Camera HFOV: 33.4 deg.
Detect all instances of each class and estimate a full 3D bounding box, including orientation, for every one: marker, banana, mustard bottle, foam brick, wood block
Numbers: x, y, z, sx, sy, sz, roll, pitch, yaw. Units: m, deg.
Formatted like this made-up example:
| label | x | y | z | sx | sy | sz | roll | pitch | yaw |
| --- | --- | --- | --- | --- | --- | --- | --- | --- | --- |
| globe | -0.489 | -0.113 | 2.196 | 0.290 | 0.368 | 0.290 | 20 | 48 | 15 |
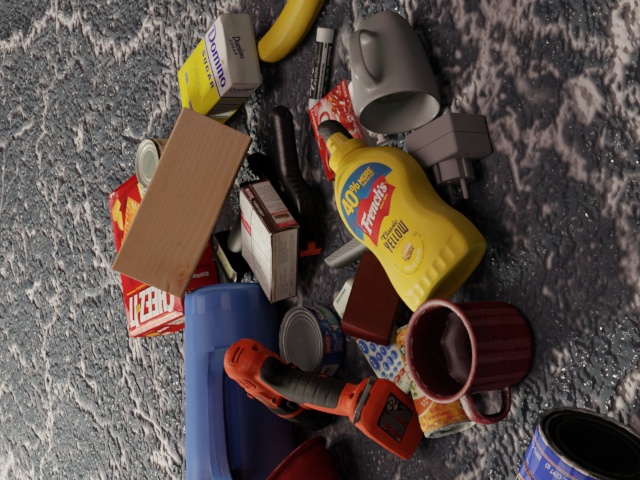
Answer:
| label | x | y | z | sx | sy | sz | roll | pitch | yaw |
| --- | --- | --- | --- | --- | --- | --- | --- | --- | --- |
| marker | -0.001 | -0.177 | 1.195 | 0.020 | 0.020 | 0.121 | 23 | 110 | 51 |
| banana | -0.031 | -0.264 | 1.217 | 0.198 | 0.037 | 0.070 | -48 | 56 | 43 |
| mustard bottle | 0.067 | -0.031 | 1.003 | 0.192 | 0.058 | 0.096 | 52 | 130 | 25 |
| foam brick | 0.055 | 0.059 | 1.062 | 0.053 | 0.051 | 0.078 | 91 | -163 | -73 |
| wood block | -0.163 | -0.044 | 1.274 | 0.090 | 0.091 | 0.206 | -175 | 108 | -85 |

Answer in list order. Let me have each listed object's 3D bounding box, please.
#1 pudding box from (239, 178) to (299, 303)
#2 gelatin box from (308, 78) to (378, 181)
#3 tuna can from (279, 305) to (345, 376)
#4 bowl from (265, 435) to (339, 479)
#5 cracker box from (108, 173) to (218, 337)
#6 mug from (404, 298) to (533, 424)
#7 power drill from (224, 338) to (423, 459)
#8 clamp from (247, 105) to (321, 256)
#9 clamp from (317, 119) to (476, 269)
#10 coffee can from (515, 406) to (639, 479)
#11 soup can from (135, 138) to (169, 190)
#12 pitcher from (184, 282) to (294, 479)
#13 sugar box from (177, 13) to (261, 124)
| label | x | y | z | sx | sy | sz | roll | pitch | yaw |
| --- | --- | --- | --- | --- | --- | --- | --- | --- | --- |
| pudding box | -0.058 | 0.001 | 1.216 | 0.090 | 0.039 | 0.113 | 55 | 155 | 40 |
| gelatin box | 0.026 | -0.118 | 1.149 | 0.073 | 0.030 | 0.089 | -35 | 63 | 49 |
| tuna can | -0.010 | 0.116 | 1.204 | 0.086 | 0.033 | 0.086 | 3 | 93 | 54 |
| bowl | -0.027 | 0.292 | 1.153 | 0.055 | 0.161 | 0.162 | 36 | 122 | 19 |
| cracker box | -0.216 | 0.012 | 1.451 | 0.164 | 0.071 | 0.214 | -25 | 72 | 52 |
| mug | 0.140 | 0.107 | 0.958 | 0.093 | 0.081 | 0.117 | -40 | 60 | 47 |
| power drill | 0.012 | 0.170 | 1.100 | 0.188 | 0.184 | 0.057 | 9 | 68 | 37 |
| clamp | -0.036 | -0.066 | 1.223 | 0.171 | 0.039 | 0.120 | 63 | 156 | 26 |
| clamp | 0.070 | -0.020 | 1.078 | 0.210 | 0.036 | 0.164 | 27 | 126 | 42 |
| coffee can | 0.201 | 0.221 | 0.860 | 0.103 | 0.102 | 0.140 | 41 | 123 | 45 |
| soup can | -0.177 | -0.096 | 1.368 | 0.069 | 0.102 | 0.068 | 3 | 94 | 54 |
| pitcher | -0.100 | 0.174 | 1.245 | 0.149 | 0.144 | 0.243 | -19 | 73 | 54 |
| sugar box | -0.128 | -0.202 | 1.321 | 0.176 | 0.048 | 0.093 | 144 | 119 | -63 |
